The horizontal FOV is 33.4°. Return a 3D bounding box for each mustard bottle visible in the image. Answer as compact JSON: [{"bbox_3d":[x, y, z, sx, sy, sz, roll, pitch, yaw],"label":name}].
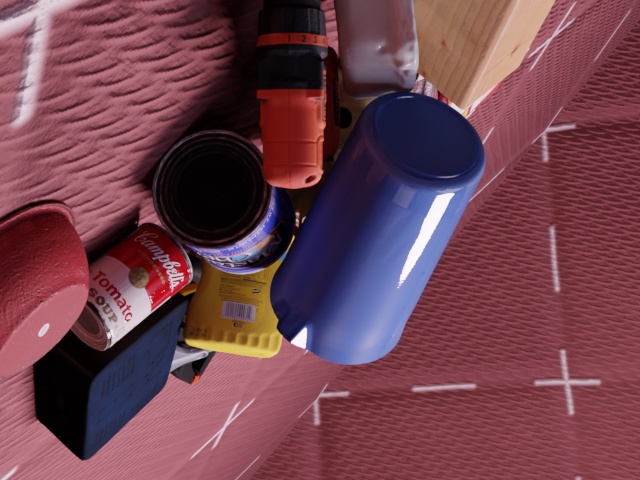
[{"bbox_3d":[-0.076,0.016,1.067,0.058,0.096,0.191,132,-33,-74],"label":"mustard bottle"}]

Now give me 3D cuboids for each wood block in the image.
[{"bbox_3d":[0.146,-0.219,0.906,0.090,0.090,0.206,-39,165,-27],"label":"wood block"}]

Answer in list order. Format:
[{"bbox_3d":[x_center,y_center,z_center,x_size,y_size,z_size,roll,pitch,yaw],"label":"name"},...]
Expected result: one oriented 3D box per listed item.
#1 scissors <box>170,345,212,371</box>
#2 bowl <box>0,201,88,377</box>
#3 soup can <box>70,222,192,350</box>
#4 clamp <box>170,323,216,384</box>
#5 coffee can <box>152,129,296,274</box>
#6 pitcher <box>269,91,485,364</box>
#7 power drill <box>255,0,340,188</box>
[{"bbox_3d":[-0.148,0.125,1.248,0.201,0.016,0.096,-22,156,-20],"label":"scissors"},{"bbox_3d":[-0.224,0.050,0.790,0.162,0.055,0.162,-47,169,-12],"label":"bowl"},{"bbox_3d":[-0.170,0.039,0.927,0.102,0.068,0.069,-41,166,-34],"label":"soup can"},{"bbox_3d":[-0.154,0.118,1.320,0.164,0.036,0.210,-35,158,-45],"label":"clamp"},{"bbox_3d":[-0.081,-0.031,0.947,0.103,0.103,0.140,-49,168,-3],"label":"coffee can"},{"bbox_3d":[0.055,-0.014,0.929,0.243,0.145,0.149,115,-18,-48],"label":"pitcher"},{"bbox_3d":[-0.018,-0.133,0.848,0.187,0.057,0.184,-23,115,-85],"label":"power drill"}]
